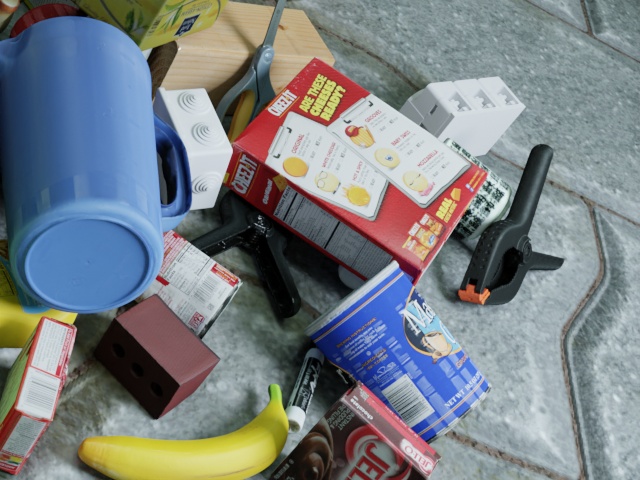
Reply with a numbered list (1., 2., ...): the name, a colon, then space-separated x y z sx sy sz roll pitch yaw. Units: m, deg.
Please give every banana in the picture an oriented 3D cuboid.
1. banana: -0.091 0.163 0.832 0.197 0.037 0.070 -8 39 -44

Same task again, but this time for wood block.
1. wood block: -0.100 -0.197 1.151 0.205 0.090 0.091 -3 52 -40

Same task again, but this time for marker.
1. marker: -0.011 0.122 0.947 0.020 0.020 0.121 31 38 -8

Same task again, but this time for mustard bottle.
1. mustard bottle: -0.244 0.041 0.815 0.191 0.058 0.096 -6 45 -42

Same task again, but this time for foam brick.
1. foam brick: -0.132 0.093 0.856 0.078 0.053 0.051 43 38 10

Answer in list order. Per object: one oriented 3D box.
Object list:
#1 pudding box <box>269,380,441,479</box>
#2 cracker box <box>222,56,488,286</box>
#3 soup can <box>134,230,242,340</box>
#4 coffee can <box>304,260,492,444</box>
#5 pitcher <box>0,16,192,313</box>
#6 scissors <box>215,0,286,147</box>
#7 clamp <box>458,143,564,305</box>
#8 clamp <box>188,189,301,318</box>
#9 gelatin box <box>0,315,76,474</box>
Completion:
1. pudding box: 0.027 0.178 0.841 0.090 0.114 0.039 43 35 7
2. cracker box: 0.034 -0.061 1.043 0.214 0.072 0.164 34 50 5
3. soup can: -0.126 0.032 0.910 0.102 0.069 0.068 36 38 -3
4. coffee can: 0.068 0.103 0.942 0.140 0.103 0.102 52 39 2
5. pitcher: -0.179 -0.057 0.839 0.149 0.145 0.243 -13 43 -5
6. scissors: -0.050 -0.180 1.110 0.016 0.202 0.096 33 6 35
7. clamp: 0.219 0.014 1.190 0.036 0.164 0.209 10 44 36
8. clamp: -0.057 0.001 1.022 0.120 0.039 0.171 38 37 -10
9. gelatin box: -0.207 0.109 0.762 0.030 0.073 0.089 24 39 -18
